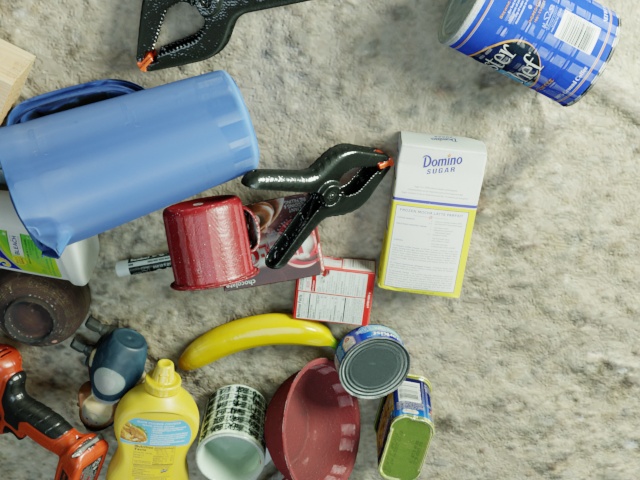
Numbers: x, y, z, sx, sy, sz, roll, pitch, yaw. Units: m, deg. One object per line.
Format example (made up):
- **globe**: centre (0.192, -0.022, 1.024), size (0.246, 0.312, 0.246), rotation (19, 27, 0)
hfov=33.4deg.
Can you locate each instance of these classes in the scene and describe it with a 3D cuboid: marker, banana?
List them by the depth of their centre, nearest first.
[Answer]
- **marker**: centre (-0.171, 0.022, 1.202), size (0.121, 0.020, 0.020), rotation (-10, 118, 7)
- **banana**: centre (-0.073, 0.117, 1.241), size (0.198, 0.037, 0.069), rotation (-5, 118, 4)

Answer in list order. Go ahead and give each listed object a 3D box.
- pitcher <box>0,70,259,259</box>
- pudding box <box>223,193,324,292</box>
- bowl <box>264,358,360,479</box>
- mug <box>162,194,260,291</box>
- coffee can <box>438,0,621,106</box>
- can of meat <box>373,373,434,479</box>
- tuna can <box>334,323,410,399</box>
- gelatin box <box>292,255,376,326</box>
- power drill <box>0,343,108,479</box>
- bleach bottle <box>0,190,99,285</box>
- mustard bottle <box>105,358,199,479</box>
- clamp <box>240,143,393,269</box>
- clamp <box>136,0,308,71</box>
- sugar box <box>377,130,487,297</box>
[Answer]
- **pitcher**: centre (-0.193, -0.092, 1.064), size (0.242, 0.145, 0.149), rotation (-20, 103, -9)
- **pudding box**: centre (-0.058, 0.001, 1.160), size (0.113, 0.039, 0.090), rotation (-10, 95, 9)
- **bowl**: centre (-0.017, 0.218, 1.244), size (0.055, 0.161, 0.162), rotation (-4, 122, 33)
- **mug**: centre (-0.106, -0.003, 1.094), size (0.093, 0.117, 0.081), rotation (1, 104, 45)
- **coffee can**: centre (0.198, -0.204, 1.020), size (0.140, 0.103, 0.103), rotation (25, 116, -12)
- **can of meat**: centre (0.099, 0.223, 1.267), size (0.057, 0.084, 0.102), rotation (11, 118, -4)
- **tuna can**: centre (0.059, 0.140, 1.241), size (0.086, 0.034, 0.086), rotation (-6, 120, -11)
- **gelatin box**: centre (0.015, 0.055, 1.208), size (0.089, 0.030, 0.073), rotation (7, 119, 1)
- **power drill**: centre (-0.347, 0.236, 1.262), size (0.188, 0.057, 0.185), rotation (36, 127, 14)
- **bleach bottle**: centre (-0.375, -0.012, 1.162), size (0.251, 0.068, 0.102), rotation (6, 139, 6)
- **mustard bottle**: centre (-0.190, 0.219, 1.226), size (0.096, 0.058, 0.192), rotation (6, 119, -12)
- **clamp**: centre (-0.004, -0.057, 1.098), size (0.171, 0.039, 0.120), rotation (-37, 138, -14)
- **clamp**: centre (-0.100, -0.237, 1.048), size (0.164, 0.036, 0.210), rotation (35, 116, -16)
- **sugar box**: centre (0.118, -0.027, 1.153), size (0.093, 0.048, 0.176), rotation (7, 115, -2)
